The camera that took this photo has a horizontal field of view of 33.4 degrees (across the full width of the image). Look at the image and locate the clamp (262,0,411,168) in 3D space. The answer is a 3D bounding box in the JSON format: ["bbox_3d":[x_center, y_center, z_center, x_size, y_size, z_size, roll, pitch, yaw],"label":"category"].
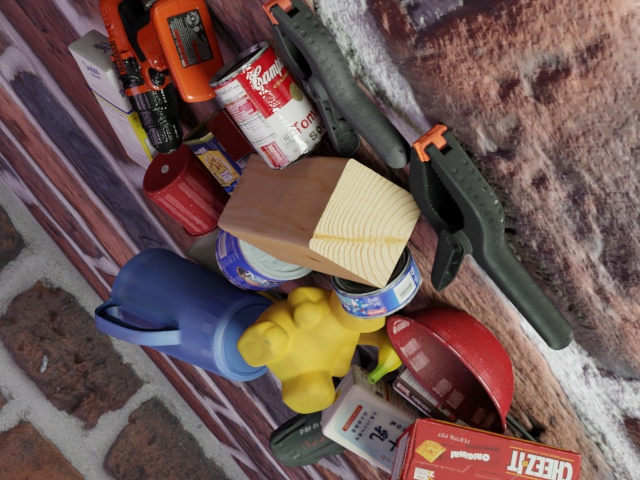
[{"bbox_3d":[0.013,-0.128,0.886,0.120,0.039,0.171,21,150,55],"label":"clamp"}]

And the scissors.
[{"bbox_3d":[0.172,0.171,1.185,0.202,0.016,0.096,47,164,3],"label":"scissors"}]

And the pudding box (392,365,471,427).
[{"bbox_3d":[0.138,0.184,1.207,0.090,0.039,0.113,37,-179,29],"label":"pudding box"}]

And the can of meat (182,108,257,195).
[{"bbox_3d":[-0.097,-0.097,1.181,0.084,0.057,0.102,51,163,-16],"label":"can of meat"}]

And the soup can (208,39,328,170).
[{"bbox_3d":[-0.047,-0.124,0.988,0.102,0.068,0.069,54,162,-19],"label":"soup can"}]

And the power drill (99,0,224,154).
[{"bbox_3d":[-0.162,-0.177,1.104,0.188,0.057,0.184,7,120,60],"label":"power drill"}]

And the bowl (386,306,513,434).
[{"bbox_3d":[0.142,0.120,1.081,0.162,0.055,0.162,42,162,17],"label":"bowl"}]

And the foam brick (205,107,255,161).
[{"bbox_3d":[-0.075,-0.121,1.089,0.053,0.051,0.078,52,162,-9],"label":"foam brick"}]

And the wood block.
[{"bbox_3d":[-0.006,-0.024,1.025,0.090,0.090,0.206,29,172,-28],"label":"wood block"}]

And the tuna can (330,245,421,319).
[{"bbox_3d":[0.054,0.036,1.060,0.086,0.086,0.033,28,152,47],"label":"tuna can"}]

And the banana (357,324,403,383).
[{"bbox_3d":[0.065,0.113,1.226,0.198,0.069,0.037,-138,29,-79],"label":"banana"}]

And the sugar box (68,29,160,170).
[{"bbox_3d":[-0.228,-0.160,1.273,0.093,0.048,0.176,35,155,40],"label":"sugar box"}]

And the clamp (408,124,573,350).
[{"bbox_3d":[0.118,-0.007,0.897,0.165,0.036,0.210,19,145,56],"label":"clamp"}]

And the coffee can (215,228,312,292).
[{"bbox_3d":[-0.058,0.001,1.221,0.103,0.102,0.140,49,163,-4],"label":"coffee can"}]

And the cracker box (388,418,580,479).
[{"bbox_3d":[0.161,0.238,1.100,0.164,0.072,0.214,12,165,3],"label":"cracker box"}]

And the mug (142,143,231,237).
[{"bbox_3d":[-0.149,-0.074,1.256,0.093,0.117,0.081,5,152,47],"label":"mug"}]

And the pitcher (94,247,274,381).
[{"bbox_3d":[-0.164,0.099,1.358,0.243,0.149,0.144,16,158,49],"label":"pitcher"}]
